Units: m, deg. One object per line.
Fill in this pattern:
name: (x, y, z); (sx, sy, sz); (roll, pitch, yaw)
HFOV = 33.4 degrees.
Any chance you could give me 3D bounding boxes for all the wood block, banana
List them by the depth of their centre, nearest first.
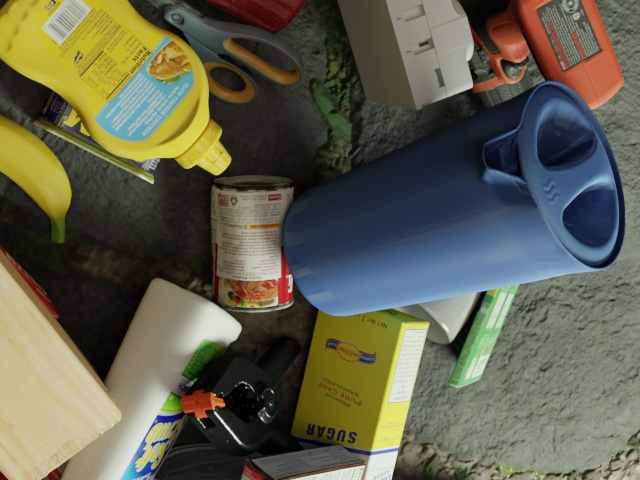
wood block: (-0.235, 0.060, 0.727); (0.090, 0.091, 0.206); (-36, 122, -11)
banana: (-0.264, -0.069, 0.803); (0.197, 0.037, 0.069); (31, 90, -22)

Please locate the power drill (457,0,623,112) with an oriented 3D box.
power drill: (0.162, -0.144, 0.852); (0.057, 0.188, 0.184); (-32, 106, -9)

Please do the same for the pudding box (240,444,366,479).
pudding box: (-0.021, 0.214, 0.848); (0.113, 0.039, 0.090); (3, 106, -50)

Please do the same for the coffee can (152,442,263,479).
coffee can: (-0.094, 0.254, 0.893); (0.102, 0.103, 0.140); (-1, 102, -19)

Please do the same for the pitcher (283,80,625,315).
pitcher: (0.098, -0.016, 0.801); (0.149, 0.243, 0.144); (55, 43, -19)

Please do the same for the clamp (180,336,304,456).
clamp: (-0.050, 0.141, 0.852); (0.039, 0.171, 0.120); (-21, 81, 26)

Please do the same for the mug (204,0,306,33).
mug: (-0.051, -0.222, 0.825); (0.081, 0.093, 0.117); (25, 56, -26)

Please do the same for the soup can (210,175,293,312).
soup can: (-0.056, 0.001, 0.873); (0.068, 0.069, 0.102); (-3, 101, -18)

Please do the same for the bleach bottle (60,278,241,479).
bleach bottle: (-0.151, 0.158, 0.830); (0.068, 0.102, 0.251); (23, 80, 16)

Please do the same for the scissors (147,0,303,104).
scissors: (-0.109, -0.160, 0.816); (0.201, 0.096, 0.016); (23, 56, -18)

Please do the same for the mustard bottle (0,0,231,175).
mustard bottle: (-0.138, -0.115, 0.765); (0.191, 0.058, 0.096); (42, 82, -20)

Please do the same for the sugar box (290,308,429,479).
sugar box: (0.027, 0.140, 0.913); (0.048, 0.093, 0.176); (7, 98, -49)

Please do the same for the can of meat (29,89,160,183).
can of meat: (-0.158, -0.104, 0.823); (0.102, 0.057, 0.084); (27, 89, -22)
